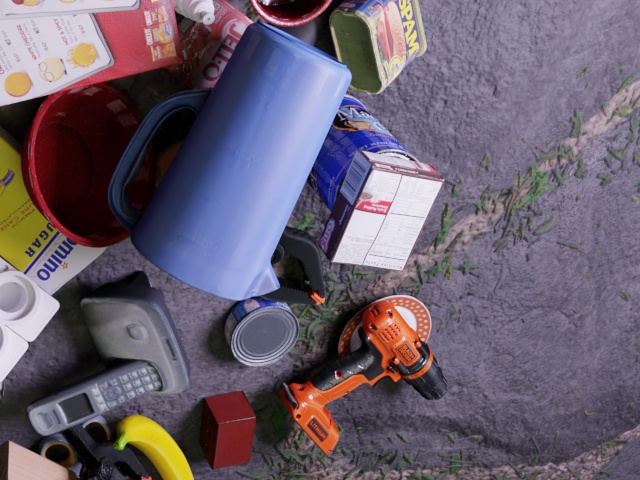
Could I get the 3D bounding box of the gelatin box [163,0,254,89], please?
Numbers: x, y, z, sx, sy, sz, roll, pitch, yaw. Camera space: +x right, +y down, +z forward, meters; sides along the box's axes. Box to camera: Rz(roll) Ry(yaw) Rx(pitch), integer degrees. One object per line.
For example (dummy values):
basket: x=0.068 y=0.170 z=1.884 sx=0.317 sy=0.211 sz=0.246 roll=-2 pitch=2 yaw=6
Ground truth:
gelatin box: x=-0.108 y=-0.193 z=1.057 sx=0.073 sy=0.030 sz=0.089 roll=33 pitch=103 yaw=-38

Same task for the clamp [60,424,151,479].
clamp: x=-0.264 y=0.274 z=1.228 sx=0.171 sy=0.039 sz=0.120 roll=40 pitch=56 yaw=-42

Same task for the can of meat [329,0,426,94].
can of meat: x=0.057 y=-0.211 z=1.085 sx=0.083 sy=0.058 sz=0.102 roll=-48 pitch=138 yaw=-34

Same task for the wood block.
wood block: x=-0.314 y=0.328 z=1.249 sx=0.091 sy=0.090 sz=0.205 roll=-36 pitch=130 yaw=20

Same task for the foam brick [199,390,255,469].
foam brick: x=-0.115 y=0.235 z=1.322 sx=0.051 sy=0.053 sz=0.078 roll=-5 pitch=122 yaw=-23

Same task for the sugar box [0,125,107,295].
sugar box: x=-0.297 y=-0.029 z=1.064 sx=0.093 sy=0.048 sz=0.176 roll=-40 pitch=128 yaw=3

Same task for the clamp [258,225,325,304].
clamp: x=-0.058 y=0.001 z=1.206 sx=0.209 sy=0.036 sz=0.165 roll=35 pitch=102 yaw=-34

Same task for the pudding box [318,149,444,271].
pudding box: x=0.060 y=-0.027 z=1.060 sx=0.089 sy=0.039 sz=0.114 roll=8 pitch=119 yaw=-30

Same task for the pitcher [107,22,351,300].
pitcher: x=-0.080 y=-0.080 z=1.001 sx=0.149 sy=0.145 sz=0.243 roll=16 pitch=106 yaw=-45

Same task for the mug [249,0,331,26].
mug: x=-0.032 y=-0.270 z=1.010 sx=0.093 sy=0.082 sz=0.117 roll=28 pitch=106 yaw=-36

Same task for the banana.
banana: x=-0.199 y=0.262 z=1.293 sx=0.037 sy=0.069 sz=0.197 roll=-7 pitch=142 yaw=23

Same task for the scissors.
scissors: x=-0.291 y=0.293 z=1.298 sx=0.096 sy=0.016 sz=0.202 roll=-9 pitch=124 yaw=-22

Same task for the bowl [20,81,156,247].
bowl: x=-0.233 y=-0.073 z=1.030 sx=0.161 sy=0.055 sz=0.162 roll=4 pitch=84 yaw=-53

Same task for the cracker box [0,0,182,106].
cracker box: x=-0.243 y=-0.220 z=0.948 sx=0.213 sy=0.072 sz=0.164 roll=-16 pitch=125 yaw=-14

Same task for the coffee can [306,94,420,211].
coffee can: x=0.034 y=-0.081 z=1.129 sx=0.102 sy=0.140 sz=0.103 roll=-13 pitch=126 yaw=-18

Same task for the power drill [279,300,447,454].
power drill: x=0.057 y=0.183 z=1.343 sx=0.187 sy=0.057 sz=0.184 roll=-38 pitch=125 yaw=-1

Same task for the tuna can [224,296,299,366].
tuna can: x=-0.071 y=0.105 z=1.270 sx=0.086 sy=0.034 sz=0.086 roll=-12 pitch=125 yaw=-18
